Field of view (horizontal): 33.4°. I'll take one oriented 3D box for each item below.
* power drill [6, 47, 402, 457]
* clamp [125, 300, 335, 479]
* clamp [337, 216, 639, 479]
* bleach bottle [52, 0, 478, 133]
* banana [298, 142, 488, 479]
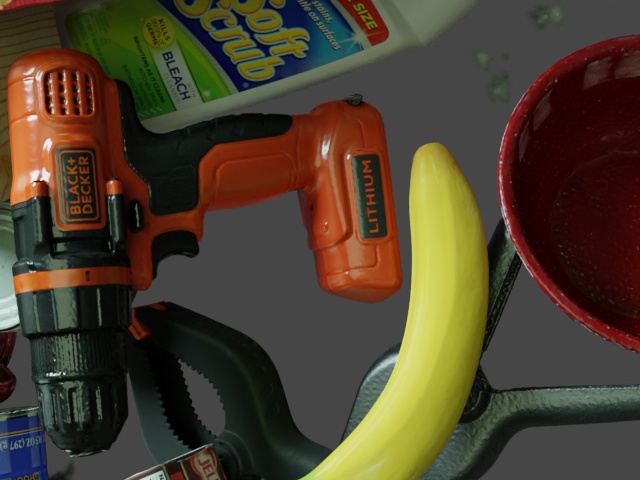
[{"bbox_3d":[-0.053,0.001,0.513,0.187,0.057,0.184,-4,86,-29],"label":"power drill"},{"bbox_3d":[-0.043,0.123,0.558,0.210,0.036,0.165,46,117,21],"label":"clamp"},{"bbox_3d":[0.074,0.064,0.540,0.171,0.039,0.120,-28,68,14],"label":"clamp"},{"bbox_3d":[-0.023,-0.127,0.553,0.251,0.068,0.102,-16,117,12],"label":"bleach bottle"},{"bbox_3d":[0.044,0.046,0.499,0.069,0.037,0.197,31,67,-12],"label":"banana"}]
